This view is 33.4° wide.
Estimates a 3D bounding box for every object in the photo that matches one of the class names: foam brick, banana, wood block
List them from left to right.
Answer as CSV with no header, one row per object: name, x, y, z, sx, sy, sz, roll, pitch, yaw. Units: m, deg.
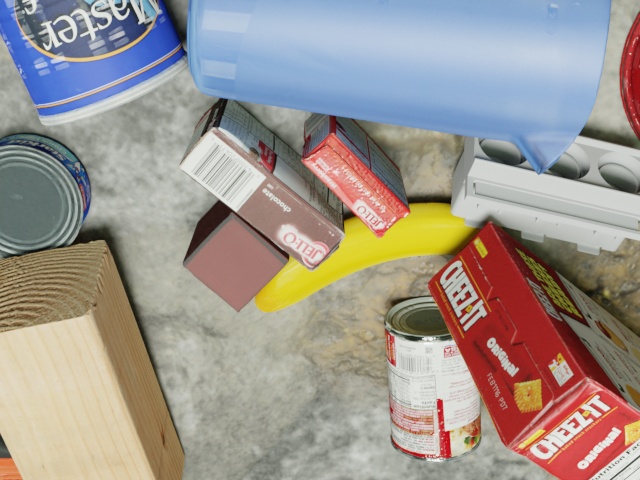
wood block,-0.167,0.115,0.753,0.090,0.091,0.206,-11,122,5
foam brick,-0.055,0.001,0.731,0.053,0.078,0.051,41,108,-12
banana,0.046,0.009,0.755,0.198,0.037,0.069,-8,111,4

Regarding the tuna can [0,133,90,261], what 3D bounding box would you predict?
tuna can,-0.205,-0.030,0.744,0.086,0.033,0.086,0,112,1

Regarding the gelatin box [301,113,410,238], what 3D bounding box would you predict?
gelatin box,0.022,-0.048,0.703,0.030,0.089,0.073,-41,107,15

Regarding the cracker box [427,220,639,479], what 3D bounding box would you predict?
cracker box,0.181,0.103,0.696,0.213,0.164,0.072,33,110,-30

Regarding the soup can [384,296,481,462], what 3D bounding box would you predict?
soup can,0.082,0.100,0.775,0.068,0.068,0.102,-4,112,2

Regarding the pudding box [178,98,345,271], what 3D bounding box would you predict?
pudding box,-0.035,-0.040,0.707,0.113,0.090,0.039,40,106,-14

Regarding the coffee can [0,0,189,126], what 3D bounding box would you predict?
coffee can,-0.154,-0.155,0.654,0.103,0.103,0.140,-19,111,8

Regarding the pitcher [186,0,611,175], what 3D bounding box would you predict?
pitcher,0.047,-0.142,0.654,0.243,0.149,0.145,6,127,2
